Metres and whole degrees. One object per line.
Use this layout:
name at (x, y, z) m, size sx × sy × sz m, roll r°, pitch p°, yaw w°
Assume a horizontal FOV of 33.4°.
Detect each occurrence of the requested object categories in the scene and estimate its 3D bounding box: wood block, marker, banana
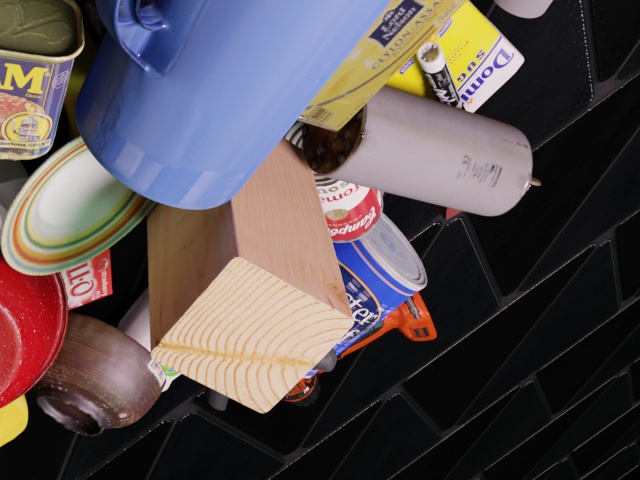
wood block at (-0.055, 0.001, 0.709) m, size 0.090 × 0.206 × 0.090 m, roll 31°, pitch 114°, yaw -27°
marker at (0.095, -0.115, 0.813) m, size 0.020 × 0.020 × 0.121 m, roll -37°, pitch 155°, yaw 3°
banana at (-0.156, -0.070, 0.684) m, size 0.069 × 0.037 × 0.198 m, roll -19°, pitch 148°, yaw -31°

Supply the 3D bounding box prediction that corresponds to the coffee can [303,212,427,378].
coffee can at (0.011, 0.043, 0.967) m, size 0.140 × 0.103 × 0.102 m, roll -41°, pitch 152°, yaw 18°

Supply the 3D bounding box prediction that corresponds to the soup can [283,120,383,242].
soup can at (0.010, -0.050, 0.867) m, size 0.068 × 0.068 × 0.102 m, roll -33°, pitch 152°, yaw -5°

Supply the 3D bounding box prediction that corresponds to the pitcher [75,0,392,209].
pitcher at (-0.041, -0.130, 0.549) m, size 0.149 × 0.145 × 0.243 m, roll 25°, pitch 126°, yaw -19°

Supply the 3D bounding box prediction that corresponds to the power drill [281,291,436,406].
power drill at (0.028, 0.114, 1.132) m, size 0.187 × 0.057 × 0.184 m, roll -27°, pitch 159°, yaw 0°

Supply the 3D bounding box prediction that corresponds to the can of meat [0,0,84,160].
can of meat at (-0.187, -0.092, 0.575) m, size 0.102 × 0.057 × 0.084 m, roll 5°, pitch 140°, yaw -23°

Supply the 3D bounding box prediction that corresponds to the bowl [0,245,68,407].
bowl at (-0.242, 0.061, 0.691) m, size 0.162 × 0.055 × 0.162 m, roll -8°, pitch 114°, yaw -18°

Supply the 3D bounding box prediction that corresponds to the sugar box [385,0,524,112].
sugar box at (0.088, -0.147, 0.827) m, size 0.093 × 0.048 × 0.176 m, roll -44°, pitch 150°, yaw 16°

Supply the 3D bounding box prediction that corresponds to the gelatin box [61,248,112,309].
gelatin box at (-0.193, 0.019, 0.789) m, size 0.073 × 0.030 × 0.089 m, roll -22°, pitch 150°, yaw -24°
